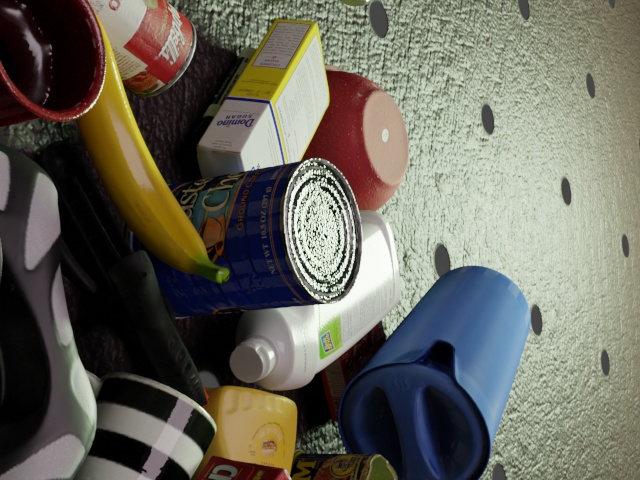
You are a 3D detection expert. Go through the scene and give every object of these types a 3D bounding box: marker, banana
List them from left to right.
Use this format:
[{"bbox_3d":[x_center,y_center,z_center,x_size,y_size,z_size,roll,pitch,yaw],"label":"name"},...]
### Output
[{"bbox_3d":[-0.122,-0.056,0.705,0.037,0.070,0.198,-37,102,-47],"label":"banana"},{"bbox_3d":[-0.077,-0.116,0.875,0.020,0.020,0.121,58,40,-34],"label":"marker"}]

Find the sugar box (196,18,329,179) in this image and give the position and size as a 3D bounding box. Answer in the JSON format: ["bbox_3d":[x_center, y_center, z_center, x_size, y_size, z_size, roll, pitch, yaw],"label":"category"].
[{"bbox_3d":[-0.044,-0.095,0.881,0.093,0.048,0.176,79,29,-43],"label":"sugar box"}]

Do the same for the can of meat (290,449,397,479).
[{"bbox_3d":[0.009,0.224,0.880,0.057,0.084,0.102,57,40,-34],"label":"can of meat"}]

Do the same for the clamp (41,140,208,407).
[{"bbox_3d":[-0.115,0.048,0.698,0.036,0.165,0.210,-28,123,-12],"label":"clamp"}]

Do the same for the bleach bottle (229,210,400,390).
[{"bbox_3d":[-0.007,0.051,0.881,0.250,0.068,0.102,-32,112,-63],"label":"bleach bottle"}]

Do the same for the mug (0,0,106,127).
[{"bbox_3d":[-0.196,-0.111,0.628,0.117,0.082,0.093,3,81,-57],"label":"mug"}]

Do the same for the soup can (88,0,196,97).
[{"bbox_3d":[-0.144,-0.152,0.734,0.102,0.069,0.068,35,56,-49],"label":"soup can"}]

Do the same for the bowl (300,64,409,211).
[{"bbox_3d":[0.040,-0.094,1.022,0.161,0.055,0.162,19,68,-55],"label":"bowl"}]

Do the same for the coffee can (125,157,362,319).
[{"bbox_3d":[-0.055,0.001,0.772,0.102,0.141,0.103,17,69,-55],"label":"coffee can"}]

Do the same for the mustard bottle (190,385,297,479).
[{"bbox_3d":[-0.062,0.209,0.796,0.096,0.058,0.191,26,63,-52],"label":"mustard bottle"}]

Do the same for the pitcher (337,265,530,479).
[{"bbox_3d":[0.115,0.126,0.986,0.145,0.149,0.242,60,31,-9],"label":"pitcher"}]

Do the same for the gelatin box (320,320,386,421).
[{"bbox_3d":[0.035,0.118,0.993,0.089,0.030,0.073,-28,107,-56],"label":"gelatin box"}]
